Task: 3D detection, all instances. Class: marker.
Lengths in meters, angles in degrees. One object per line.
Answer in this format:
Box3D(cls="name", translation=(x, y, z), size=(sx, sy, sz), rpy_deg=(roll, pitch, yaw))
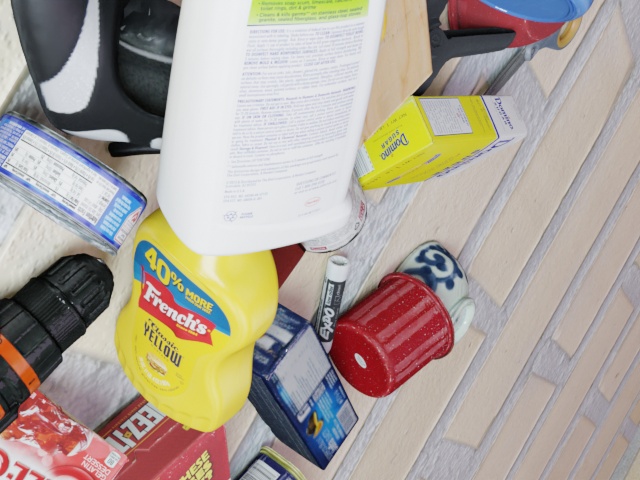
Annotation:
Box3D(cls="marker", translation=(0.006, 0.069, 0.926), size=(0.020, 0.020, 0.121), rpy_deg=(-27, 136, -47))

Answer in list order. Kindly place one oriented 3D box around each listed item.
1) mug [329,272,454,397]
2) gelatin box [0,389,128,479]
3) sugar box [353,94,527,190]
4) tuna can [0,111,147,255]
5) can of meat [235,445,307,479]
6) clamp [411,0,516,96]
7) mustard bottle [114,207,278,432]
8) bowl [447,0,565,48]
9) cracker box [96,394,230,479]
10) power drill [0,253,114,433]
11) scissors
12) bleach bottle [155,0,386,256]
Box3D(cls="mug", translation=(0.058, 0.096, 0.970), size=(0.081, 0.093, 0.117), rpy_deg=(-34, 151, -34))
Box3D(cls="gelatin box", translation=(-0.169, 0.130, 0.622), size=(0.073, 0.089, 0.030), rpy_deg=(-53, -167, -15))
Box3D(cls="sugar box", translation=(0.089, -0.079, 0.857), size=(0.093, 0.048, 0.175), rpy_deg=(-27, 169, 35))
Box3D(cls="tuna can", translation=(-0.131, -0.029, 0.540), size=(0.033, 0.086, 0.086), rpy_deg=(-58, 152, -9))
Box3D(cls="can of meat", translation=(-0.054, 0.246, 0.949), size=(0.083, 0.058, 0.102), rpy_deg=(-43, 147, -26))
Box3D(cls="clamp", translation=(0.077, -0.166, 0.801), size=(0.171, 0.039, 0.120), rpy_deg=(-36, 122, -25))
Box3D(cls="mustard bottle", translation=(-0.072, 0.030, 0.635), size=(0.058, 0.096, 0.192), rpy_deg=(-34, 157, -38))
Box3D(cls="bowl", translation=(0.180, -0.221, 0.891), size=(0.161, 0.055, 0.162), rpy_deg=(-35, 147, -27))
Box3D(cls="cracker box", translation=(-0.140, 0.229, 0.775), size=(0.164, 0.072, 0.214), rpy_deg=(-41, 145, -35))
Box3D(cls="power drill", translation=(-0.190, 0.032, 0.526), size=(0.184, 0.057, 0.187), rpy_deg=(-47, 149, -25))
Box3D(cls="scissors", translation=(0.209, -0.182, 1.043), size=(0.201, 0.016, 0.096), rpy_deg=(-56, 152, -10))
Box3D(cls="bleach bottle", translation=(-0.010, -0.105, 0.466), size=(0.102, 0.068, 0.251), rpy_deg=(-14, 140, -29))
